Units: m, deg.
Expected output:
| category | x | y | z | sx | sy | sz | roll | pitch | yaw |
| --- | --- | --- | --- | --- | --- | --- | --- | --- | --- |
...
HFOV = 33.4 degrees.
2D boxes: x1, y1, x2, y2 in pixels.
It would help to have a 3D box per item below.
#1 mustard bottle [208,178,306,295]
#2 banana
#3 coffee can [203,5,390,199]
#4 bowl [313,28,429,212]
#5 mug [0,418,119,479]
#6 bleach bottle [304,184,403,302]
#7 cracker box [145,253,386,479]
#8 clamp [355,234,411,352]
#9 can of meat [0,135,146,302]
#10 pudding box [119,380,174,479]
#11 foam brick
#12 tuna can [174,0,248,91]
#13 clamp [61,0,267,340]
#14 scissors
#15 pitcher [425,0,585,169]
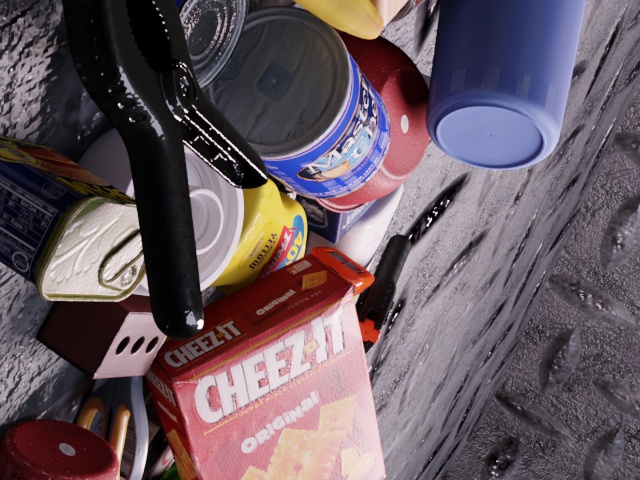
| category | x | y | z | sx | sy | sz | roll | pitch | yaw |
| --- | --- | --- | --- | --- | --- | --- | --- | --- | --- |
| mustard bottle | -0.055 | 0.001 | 0.862 | 0.096 | 0.058 | 0.191 | -56 | 163 | -1 |
| banana | -0.028 | -0.172 | 0.624 | 0.037 | 0.070 | 0.197 | -47 | 150 | 11 |
| coffee can | -0.013 | -0.092 | 0.755 | 0.103 | 0.103 | 0.140 | -60 | 162 | -1 |
| bowl | 0.047 | -0.099 | 0.887 | 0.161 | 0.055 | 0.162 | -19 | 114 | -51 |
| mug | -0.192 | 0.177 | 0.717 | 0.117 | 0.093 | 0.081 | -12 | 125 | -64 |
| bleach bottle | 0.013 | 0.040 | 1.106 | 0.102 | 0.068 | 0.251 | -44 | 158 | -45 |
| cracker box | -0.039 | 0.143 | 0.860 | 0.164 | 0.072 | 0.214 | -27 | 126 | -24 |
| clamp | 0.050 | 0.072 | 1.068 | 0.171 | 0.039 | 0.120 | -56 | 164 | -64 |
| can of meat | -0.142 | -0.013 | 0.559 | 0.057 | 0.084 | 0.102 | -62 | 162 | 6 |
| pudding box | -0.135 | 0.153 | 0.913 | 0.113 | 0.039 | 0.090 | -55 | 163 | -14 |
| foam brick | -0.143 | 0.059 | 0.723 | 0.053 | 0.051 | 0.078 | -61 | 163 | 5 |
| tuna can | -0.079 | -0.128 | 0.632 | 0.086 | 0.034 | 0.086 | -51 | 160 | -27 |
| clamp | -0.085 | -0.065 | 0.542 | 0.164 | 0.036 | 0.210 | -79 | 152 | -50 |
| scissors | -0.148 | 0.088 | 0.788 | 0.016 | 0.096 | 0.202 | 12 | 78 | -42 |
| pitcher | 0.162 | -0.180 | 0.916 | 0.145 | 0.149 | 0.242 | -25 | -136 | 50 |
